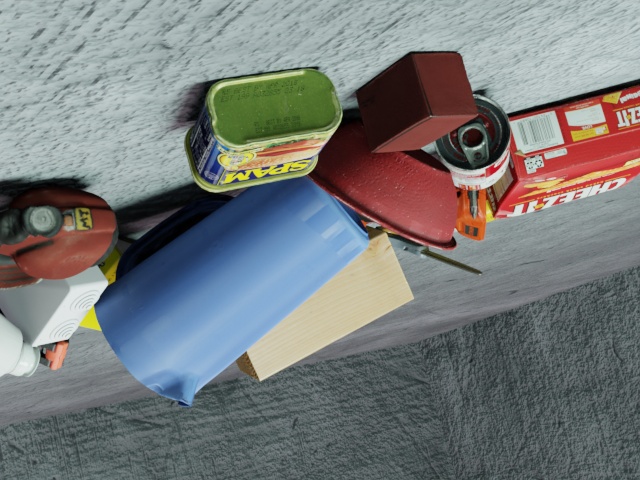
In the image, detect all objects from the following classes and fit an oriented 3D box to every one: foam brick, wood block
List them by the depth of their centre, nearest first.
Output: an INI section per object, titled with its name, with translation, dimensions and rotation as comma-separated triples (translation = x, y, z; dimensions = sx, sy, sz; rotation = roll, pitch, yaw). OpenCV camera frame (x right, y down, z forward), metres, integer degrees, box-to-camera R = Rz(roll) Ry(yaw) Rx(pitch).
[foam brick]
translation = 0.073, -0.106, 0.820
dimensions = 0.051, 0.053, 0.078
rotation = -7, 168, -35
[wood block]
translation = -0.011, 0.071, 1.241
dimensions = 0.205, 0.091, 0.090
rotation = -27, -170, -17

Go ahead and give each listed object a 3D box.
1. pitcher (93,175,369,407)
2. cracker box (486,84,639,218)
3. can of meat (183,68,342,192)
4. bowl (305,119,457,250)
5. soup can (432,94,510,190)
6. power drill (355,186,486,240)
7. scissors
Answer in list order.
[pitcher]
translation = -0.083, 0.025, 0.992
dimensions = 0.243, 0.149, 0.145
rotation = -37, -175, 7
[cracker box]
translation = 0.262, -0.088, 1.119
dimensions = 0.164, 0.072, 0.213
rotation = -14, 170, 0
[can of meat]
translation = -0.042, -0.082, 0.779
dimensions = 0.102, 0.057, 0.084
rotation = -12, 166, -19
[bowl]
translation = 0.058, -0.057, 0.902
dimensions = 0.161, 0.162, 0.055
rotation = 4, 118, -61
[soup can]
translation = 0.138, -0.086, 0.967
dimensions = 0.068, 0.068, 0.102
rotation = -16, 170, 7
[power drill]
translation = 0.079, -0.027, 1.126
dimensions = 0.187, 0.057, 0.184
rotation = -3, 167, 5
[scissors]
translation = 0.124, 0.009, 1.308
dimensions = 0.202, 0.016, 0.096
rotation = 18, -167, 29
